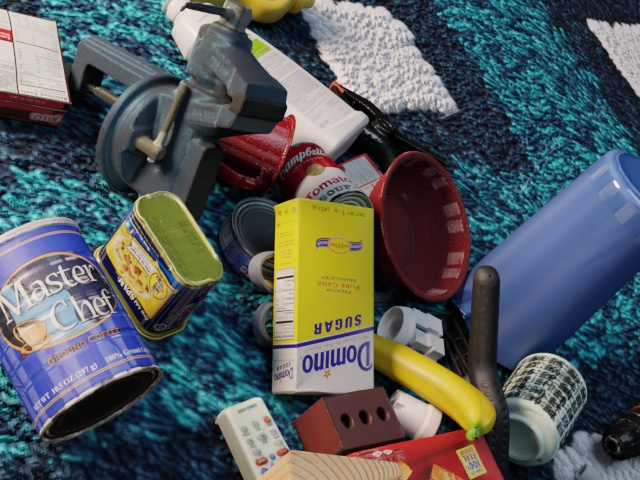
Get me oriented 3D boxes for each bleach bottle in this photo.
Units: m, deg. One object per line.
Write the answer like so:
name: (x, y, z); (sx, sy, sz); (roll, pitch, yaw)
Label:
bleach bottle: (-0.069, -0.183, 1.178); (0.251, 0.068, 0.102); (43, 39, 3)

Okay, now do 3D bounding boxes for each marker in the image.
marker: (0.318, 0.281, 1.120); (0.121, 0.020, 0.020); (41, 40, -2)

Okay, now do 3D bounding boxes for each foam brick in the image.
foam brick: (0.026, 0.169, 0.953); (0.078, 0.051, 0.053); (-3, 58, -41)

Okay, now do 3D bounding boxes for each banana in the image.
banana: (0.099, 0.131, 0.998); (0.069, 0.037, 0.198); (27, 3, -44)

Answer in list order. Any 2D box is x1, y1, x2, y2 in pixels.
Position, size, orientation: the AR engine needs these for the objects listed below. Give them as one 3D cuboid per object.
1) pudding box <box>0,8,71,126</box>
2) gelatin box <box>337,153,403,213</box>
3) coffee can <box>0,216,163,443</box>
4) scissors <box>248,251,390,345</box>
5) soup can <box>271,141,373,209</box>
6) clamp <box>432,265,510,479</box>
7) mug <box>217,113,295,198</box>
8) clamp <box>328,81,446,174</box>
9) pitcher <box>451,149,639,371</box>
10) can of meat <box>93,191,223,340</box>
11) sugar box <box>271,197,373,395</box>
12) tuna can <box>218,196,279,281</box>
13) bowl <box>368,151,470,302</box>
pudding box: (-0.288, -0.165, 1.001); (0.089, 0.039, 0.113); (8, 53, -35)
gelatin box: (0.040, -0.050, 1.175); (0.073, 0.030, 0.089); (53, 41, 9)
coffee can: (-0.199, 0.068, 0.816); (0.102, 0.103, 0.140); (-17, 67, -46)
scissors: (-0.001, 0.071, 1.038); (0.201, 0.016, 0.096); (29, 68, -43)
soup can: (0.000, -0.046, 1.083); (0.068, 0.069, 0.102); (5, 30, -37)
clamp: (0.151, 0.143, 1.049); (0.036, 0.165, 0.210); (-3, 77, -11)
mug: (-0.081, -0.092, 1.065); (0.081, 0.093, 0.117); (22, 37, -16)
clamp: (0.067, -0.116, 1.244); (0.171, 0.039, 0.120); (37, 25, 1)
pitcher: (0.269, 0.021, 1.135); (0.145, 0.243, 0.149); (38, 33, -6)
can of meat: (-0.139, 0.020, 0.922); (0.057, 0.084, 0.102); (-19, 69, -47)
sugar box: (0.004, 0.054, 0.985); (0.093, 0.048, 0.176); (6, 77, -36)
tuna can: (-0.057, 0.001, 1.046); (0.086, 0.034, 0.086); (22, 44, -23)
bowl: (0.094, -0.011, 1.139); (0.161, 0.055, 0.162); (17, 67, -46)
